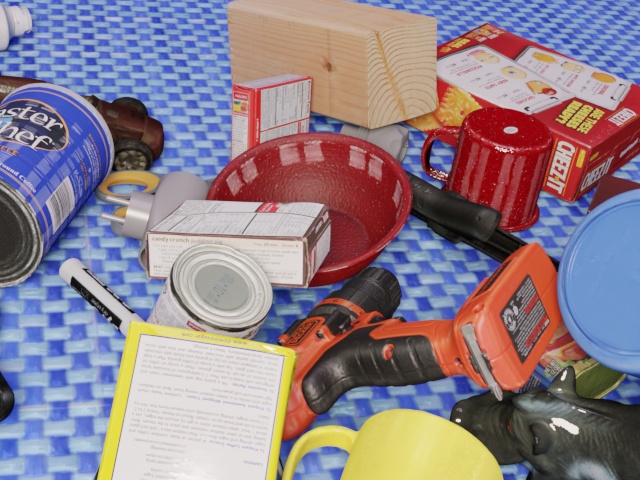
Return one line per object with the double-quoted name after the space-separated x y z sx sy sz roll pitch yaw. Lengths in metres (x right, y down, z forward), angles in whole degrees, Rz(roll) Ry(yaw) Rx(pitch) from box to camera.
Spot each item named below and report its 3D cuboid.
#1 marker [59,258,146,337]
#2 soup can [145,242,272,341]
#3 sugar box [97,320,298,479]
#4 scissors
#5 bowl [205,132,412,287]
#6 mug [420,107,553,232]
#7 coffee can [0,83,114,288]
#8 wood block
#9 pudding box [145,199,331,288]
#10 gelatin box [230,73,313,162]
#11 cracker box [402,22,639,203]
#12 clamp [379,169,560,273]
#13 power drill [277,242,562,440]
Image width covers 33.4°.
-0.148 0.050 0.768 0.020 0.020 0.121 -23 45 -38 "marker"
-0.079 0.057 0.685 0.068 0.102 0.068 15 46 -17 "soup can"
-0.070 0.137 0.557 0.093 0.048 0.176 9 74 0 "sugar box"
-0.109 -0.052 0.929 0.096 0.016 0.201 32 40 30 "scissors"
-0.008 -0.015 0.843 0.162 0.055 0.162 -4 45 3 "bowl"
0.147 -0.069 0.951 0.117 0.081 0.093 17 35 12 "mug"
-0.231 -0.045 0.815 0.103 0.103 0.140 13 35 6 "coffee can"
0.007 -0.179 1.032 0.090 0.091 0.206 -20 30 -36 "wood block"
-0.055 0.001 0.740 0.113 0.039 0.090 1 17 11 "pudding box"
-0.044 -0.109 0.960 0.030 0.073 0.089 15 23 31 "gelatin box"
0.204 -0.132 1.067 0.214 0.072 0.163 31 40 28 "cracker box"
0.117 -0.014 0.872 0.164 0.036 0.210 31 0 -38 "clamp"
0.060 0.057 0.695 0.188 0.057 0.184 -18 18 37 "power drill"
